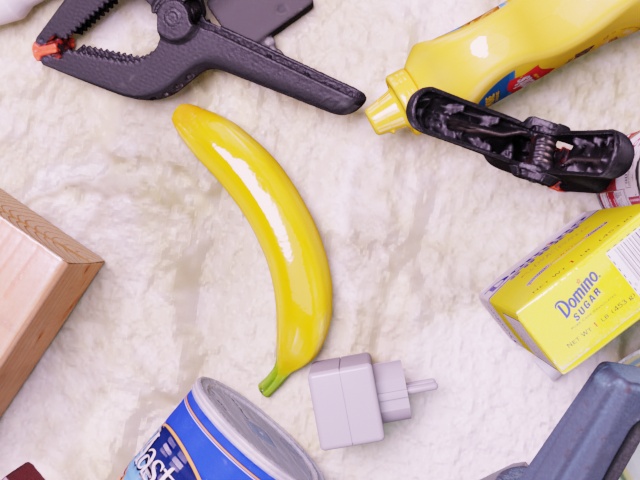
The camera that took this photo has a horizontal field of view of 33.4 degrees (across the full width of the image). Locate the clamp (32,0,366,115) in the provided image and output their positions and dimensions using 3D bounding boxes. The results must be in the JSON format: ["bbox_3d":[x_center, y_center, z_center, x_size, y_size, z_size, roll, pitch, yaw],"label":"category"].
[{"bbox_3d":[-0.083,-0.151,0.658,0.210,0.036,0.164,-3,105,15],"label":"clamp"}]

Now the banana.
[{"bbox_3d":[-0.036,-0.001,0.681,0.069,0.037,0.198,-17,90,2],"label":"banana"}]

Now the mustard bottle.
[{"bbox_3d":[0.114,-0.117,0.645,0.191,0.096,0.058,-28,90,2],"label":"mustard bottle"}]

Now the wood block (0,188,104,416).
[{"bbox_3d":[-0.237,0.074,0.663,0.091,0.090,0.206,34,92,3],"label":"wood block"}]

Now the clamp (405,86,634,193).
[{"bbox_3d":[0.133,-0.049,0.606,0.120,0.171,0.039,24,98,30],"label":"clamp"}]

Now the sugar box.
[{"bbox_3d":[0.144,0.022,0.604,0.093,0.176,0.048,-38,91,1],"label":"sugar box"}]

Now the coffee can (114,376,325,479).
[{"bbox_3d":[-0.080,0.169,0.650,0.103,0.103,0.140,40,92,1],"label":"coffee can"}]
